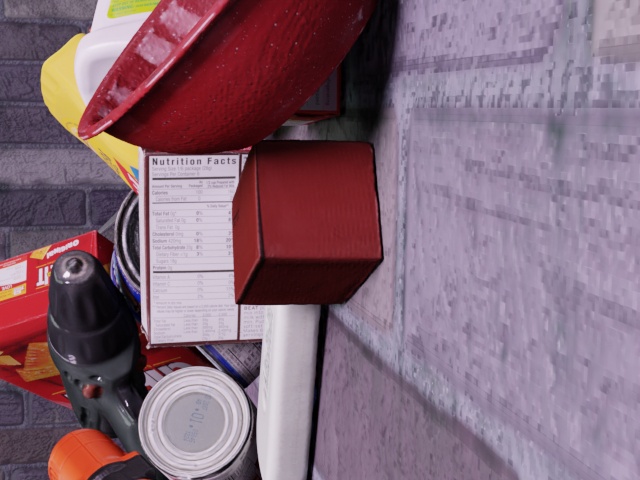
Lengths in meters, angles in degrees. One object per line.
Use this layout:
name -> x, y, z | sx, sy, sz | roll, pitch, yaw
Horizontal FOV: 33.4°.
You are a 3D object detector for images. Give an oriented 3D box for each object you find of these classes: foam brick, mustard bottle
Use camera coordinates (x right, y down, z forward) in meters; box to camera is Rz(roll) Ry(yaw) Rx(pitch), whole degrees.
foam brick -> -0.008, -0.006, 0.464 | 0.078, 0.051, 0.053 | 124, 145, -69
mustard bottle -> -0.091, -0.042, 0.667 | 0.192, 0.058, 0.096 | 44, 169, 16

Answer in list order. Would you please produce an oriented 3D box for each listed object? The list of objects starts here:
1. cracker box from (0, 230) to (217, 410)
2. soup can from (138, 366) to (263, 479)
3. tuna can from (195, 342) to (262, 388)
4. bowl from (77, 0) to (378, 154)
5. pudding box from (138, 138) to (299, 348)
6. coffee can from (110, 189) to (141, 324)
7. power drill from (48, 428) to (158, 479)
cracker box -> -0.207, 0.081, 0.944 | 0.213, 0.164, 0.072 | 46, -148, -57
soup can -> -0.067, 0.123, 0.650 | 0.102, 0.068, 0.068 | 77, -174, -66
tuna can -> -0.067, 0.054, 0.669 | 0.086, 0.033, 0.086 | 44, 170, 9
bowl -> -0.026, -0.089, 0.428 | 0.162, 0.055, 0.162 | -44, 21, 21
pudding box -> -0.054, 0.001, 0.587 | 0.039, 0.090, 0.113 | -130, 41, -71
coffee can -> -0.102, 0.011, 0.787 | 0.140, 0.102, 0.103 | 136, 132, -74
power drill -> -0.096, 0.220, 0.652 | 0.185, 0.057, 0.187 | 25, 134, 57
